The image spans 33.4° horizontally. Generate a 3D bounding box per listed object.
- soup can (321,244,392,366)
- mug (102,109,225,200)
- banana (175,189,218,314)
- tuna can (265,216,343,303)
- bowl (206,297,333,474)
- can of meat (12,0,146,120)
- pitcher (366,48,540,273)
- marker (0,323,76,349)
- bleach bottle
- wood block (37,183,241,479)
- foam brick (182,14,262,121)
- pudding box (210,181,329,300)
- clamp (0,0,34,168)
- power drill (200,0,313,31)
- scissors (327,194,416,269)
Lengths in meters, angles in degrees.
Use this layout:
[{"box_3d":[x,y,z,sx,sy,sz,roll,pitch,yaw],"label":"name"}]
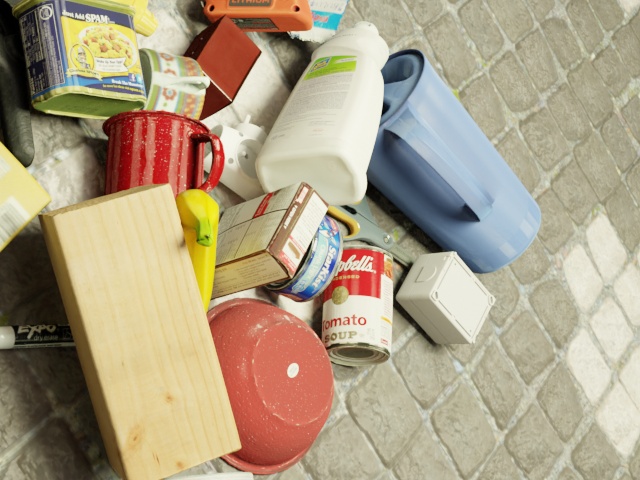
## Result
[{"box_3d":[0.035,0.064,1.032,0.068,0.069,0.102,21,61,-36],"label":"soup can"},{"box_3d":[-0.130,-0.057,0.896,0.093,0.117,0.081,27,59,-57],"label":"mug"},{"box_3d":[-0.103,0.009,0.857,0.037,0.198,0.069,7,65,-4],"label":"banana"},{"box_3d":[-0.019,0.012,0.989,0.033,0.086,0.086,25,58,-33],"label":"tuna can"},{"box_3d":[-0.040,0.123,0.948,0.161,0.055,0.162,18,62,-38],"label":"bowl"},{"box_3d":[-0.192,-0.147,0.863,0.101,0.058,0.084,0,76,-53],"label":"can of meat"},{"box_3d":[0.129,-0.071,1.125,0.242,0.145,0.149,43,49,-26],"label":"pitcher"},{"box_3d":[-0.222,0.074,0.822,0.120,0.020,0.020,2,73,-42],"label":"marker"},{"box_3d":[0.021,-0.135,1.025,0.250,0.103,0.068,-68,146,-44],"label":"bleach bottle"},{"box_3d":[-0.138,0.068,0.808,0.090,0.091,0.206,-17,98,-21],"label":"wood block"},{"box_3d":[-0.101,-0.162,1.004,0.051,0.053,0.078,43,49,-23],"label":"foam brick"},{"box_3d":[-0.056,0.001,0.940,0.039,0.114,0.090,46,49,-24],"label":"pudding box"},{"box_3d":[-0.242,-0.152,0.880,0.120,0.039,0.171,-33,100,-56],"label":"clamp"},{"box_3d":[-0.039,-0.298,1.030,0.057,0.185,0.187,28,65,-71],"label":"power drill"},{"box_3d":[0.060,-0.019,1.125,0.201,0.016,0.096,20,61,-37],"label":"scissors"}]
